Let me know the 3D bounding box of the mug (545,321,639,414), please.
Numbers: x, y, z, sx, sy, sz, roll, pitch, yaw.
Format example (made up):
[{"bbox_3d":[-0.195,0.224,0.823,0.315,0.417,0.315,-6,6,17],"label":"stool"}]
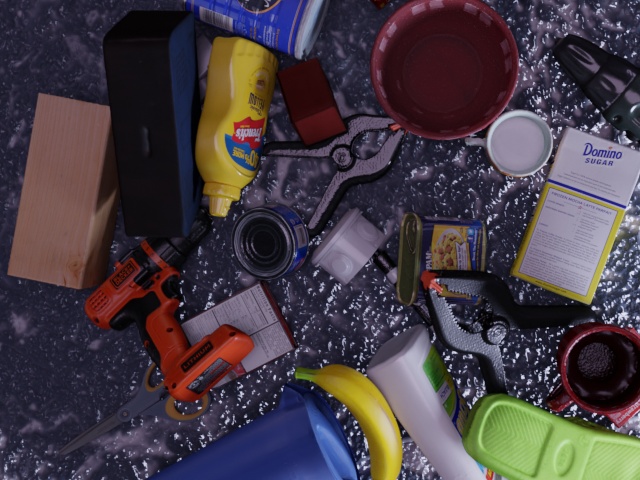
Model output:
[{"bbox_3d":[0.287,0.139,1.132,0.117,0.081,0.093,-44,88,5],"label":"mug"}]

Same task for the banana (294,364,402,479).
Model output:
[{"bbox_3d":[0.049,0.196,1.151,0.070,0.037,0.197,-12,122,35],"label":"banana"}]

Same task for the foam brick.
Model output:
[{"bbox_3d":[-0.010,-0.154,1.189,0.051,0.053,0.078,-22,57,8],"label":"foam brick"}]

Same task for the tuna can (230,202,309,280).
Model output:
[{"bbox_3d":[-0.058,0.001,1.210,0.086,0.033,0.086,5,102,26],"label":"tuna can"}]

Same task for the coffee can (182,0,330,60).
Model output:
[{"bbox_3d":[-0.068,-0.272,1.182,0.140,0.102,0.103,21,94,6],"label":"coffee can"}]

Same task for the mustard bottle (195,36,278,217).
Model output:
[{"bbox_3d":[-0.097,-0.121,1.180,0.058,0.096,0.191,7,84,27],"label":"mustard bottle"}]

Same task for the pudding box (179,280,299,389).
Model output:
[{"bbox_3d":[-0.094,0.109,1.230,0.113,0.039,0.090,-27,87,5],"label":"pudding box"}]

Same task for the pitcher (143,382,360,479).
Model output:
[{"bbox_3d":[-0.080,0.283,1.192,0.243,0.145,0.149,-27,47,10],"label":"pitcher"}]

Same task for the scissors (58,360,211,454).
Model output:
[{"bbox_3d":[-0.210,0.212,1.257,0.096,0.016,0.202,44,96,3],"label":"scissors"}]

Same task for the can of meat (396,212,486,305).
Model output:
[{"bbox_3d":[0.134,0.022,1.181,0.083,0.057,0.102,3,93,-14],"label":"can of meat"}]

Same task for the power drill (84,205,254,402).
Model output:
[{"bbox_3d":[-0.156,0.072,1.195,0.184,0.057,0.188,-44,59,3],"label":"power drill"}]

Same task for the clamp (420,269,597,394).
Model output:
[{"bbox_3d":[0.196,0.089,1.163,0.164,0.036,0.209,-46,113,2],"label":"clamp"}]

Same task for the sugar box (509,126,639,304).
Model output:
[{"bbox_3d":[0.283,-0.028,1.179,0.093,0.048,0.176,21,90,6],"label":"sugar box"}]

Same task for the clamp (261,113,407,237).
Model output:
[{"bbox_3d":[0.017,-0.098,1.211,0.171,0.039,0.120,-38,91,7],"label":"clamp"}]

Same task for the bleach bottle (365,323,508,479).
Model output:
[{"bbox_3d":[0.149,0.221,1.185,0.068,0.102,0.251,-32,95,24],"label":"bleach bottle"}]

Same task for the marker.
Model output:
[{"bbox_3d":[0.101,0.059,1.215,0.020,0.020,0.121,-41,87,6],"label":"marker"}]

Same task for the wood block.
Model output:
[{"bbox_3d":[-0.283,-0.056,1.220,0.091,0.090,0.206,11,94,6],"label":"wood block"}]

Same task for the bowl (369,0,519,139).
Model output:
[{"bbox_3d":[0.136,-0.189,1.182,0.162,0.055,0.162,0,90,5],"label":"bowl"}]
